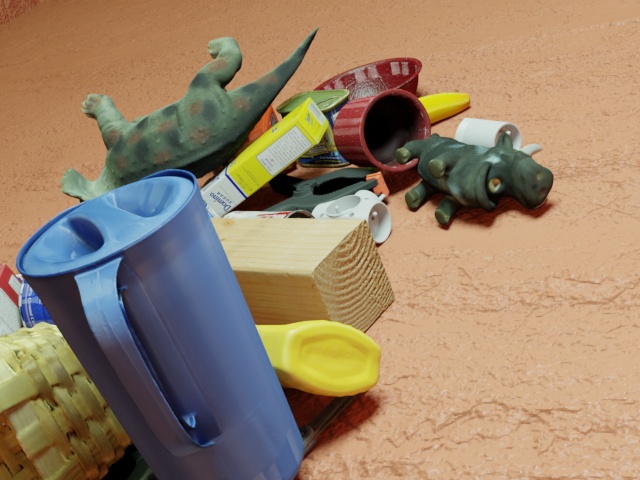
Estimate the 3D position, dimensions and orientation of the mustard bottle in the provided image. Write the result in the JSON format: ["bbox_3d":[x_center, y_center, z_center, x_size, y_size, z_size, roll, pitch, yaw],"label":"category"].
[{"bbox_3d":[-0.040,0.098,0.902,0.096,0.058,0.192,11,-10,-32],"label":"mustard bottle"}]

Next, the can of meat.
[{"bbox_3d":[0.003,-0.142,1.360,0.102,0.084,0.057,5,36,45],"label":"can of meat"}]

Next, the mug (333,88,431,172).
[{"bbox_3d":[0.075,-0.119,1.226,0.093,0.117,0.082,-62,25,-10],"label":"mug"}]

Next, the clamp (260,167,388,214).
[{"bbox_3d":[-0.013,-0.052,1.250,0.210,0.036,0.164,-13,26,27],"label":"clamp"}]

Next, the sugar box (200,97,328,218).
[{"bbox_3d":[-0.073,-0.095,1.290,0.176,0.048,0.093,-34,13,21],"label":"sugar box"}]

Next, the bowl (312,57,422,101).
[{"bbox_3d":[0.067,-0.190,1.437,0.162,0.055,0.162,-17,23,7],"label":"bowl"}]

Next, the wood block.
[{"bbox_3d":[-0.045,0.038,1.028,0.207,0.091,0.090,2,34,41],"label":"wood block"}]

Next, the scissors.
[{"bbox_3d":[-0.033,0.163,0.854,0.096,0.016,0.201,-5,29,33],"label":"scissors"}]

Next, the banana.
[{"bbox_3d":[0.104,-0.137,1.330,0.070,0.037,0.197,34,57,26],"label":"banana"}]

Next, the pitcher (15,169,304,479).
[{"bbox_3d":[-0.103,0.085,0.755,0.145,0.243,0.149,1,34,44],"label":"pitcher"}]

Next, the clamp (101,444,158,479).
[{"bbox_3d":[-0.132,0.176,0.877,0.120,0.039,0.171,-23,25,39],"label":"clamp"}]
